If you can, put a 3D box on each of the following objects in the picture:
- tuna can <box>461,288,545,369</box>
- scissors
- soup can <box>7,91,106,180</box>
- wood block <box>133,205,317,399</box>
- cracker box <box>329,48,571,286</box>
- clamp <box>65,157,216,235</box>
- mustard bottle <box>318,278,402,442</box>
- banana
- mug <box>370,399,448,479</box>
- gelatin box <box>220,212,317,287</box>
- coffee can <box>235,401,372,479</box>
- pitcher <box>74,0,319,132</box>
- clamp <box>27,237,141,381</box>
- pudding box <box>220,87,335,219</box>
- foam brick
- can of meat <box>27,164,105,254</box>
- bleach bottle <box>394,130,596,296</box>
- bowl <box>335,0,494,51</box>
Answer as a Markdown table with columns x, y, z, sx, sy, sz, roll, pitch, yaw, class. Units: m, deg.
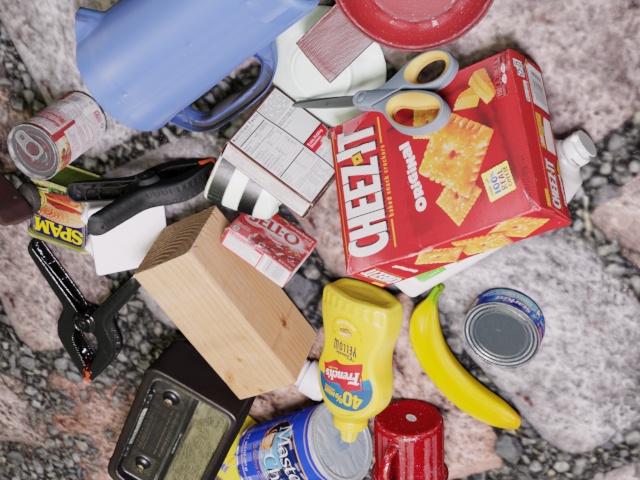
| x | y | z | sx | sy | sz | roll | pitch | yaw | class |
| --- | --- | --- | --- | --- | --- | --- | --- | --- | --- |
| 0.198 | 0.095 | 1.153 | 0.086 | 0.033 | 0.086 | 12 | 124 | 19 | tuna can |
| 0.057 | -0.152 | 1.041 | 0.202 | 0.096 | 0.016 | 24 | 172 | 46 | scissors |
| -0.299 | -0.122 | 1.220 | 0.069 | 0.102 | 0.068 | 12 | 124 | 19 | soup can |
| -0.106 | 0.074 | 1.233 | 0.090 | 0.090 | 0.206 | -21 | 118 | 33 | wood block |
| 0.116 | -0.065 | 1.017 | 0.214 | 0.072 | 0.164 | -20 | 65 | 33 | cracker box |
| -0.202 | -0.059 | 1.200 | 0.120 | 0.171 | 0.039 | 38 | 140 | 46 | clamp |
| 0.041 | 0.146 | 1.222 | 0.096 | 0.058 | 0.192 | 22 | 118 | 35 | mustard bottle |
| 0.152 | 0.143 | 1.203 | 0.070 | 0.037 | 0.198 | -22 | 108 | 35 | banana |
| 0.098 | 0.246 | 1.246 | 0.093 | 0.117 | 0.081 | 12 | 119 | 31 | mug |
| -0.058 | 0.001 | 1.196 | 0.089 | 0.073 | 0.030 | 35 | 127 | 3 | gelatin box |
| -0.021 | 0.260 | 1.309 | 0.141 | 0.102 | 0.103 | -25 | 106 | 41 | coffee can |
| -0.113 | -0.212 | 1.067 | 0.243 | 0.149 | 0.145 | -27 | 77 | 32 | pitcher |
| -0.312 | 0.094 | 1.400 | 0.165 | 0.036 | 0.210 | 22 | 127 | 12 | clamp |
| -0.033 | -0.092 | 1.113 | 0.113 | 0.090 | 0.039 | 37 | 153 | 2 | pudding box |
| 0.022 | -0.199 | 1.032 | 0.078 | 0.053 | 0.051 | -42 | 97 | 14 | foam brick |
| -0.306 | -0.042 | 1.303 | 0.102 | 0.057 | 0.084 | 18 | 123 | 15 | can of meat |
| 0.160 | -0.039 | 1.072 | 0.251 | 0.068 | 0.102 | -35 | 104 | 35 | bleach bottle |
| 0.085 | -0.245 | 0.953 | 0.162 | 0.055 | 0.162 | 2 | 109 | 4 | bowl |
